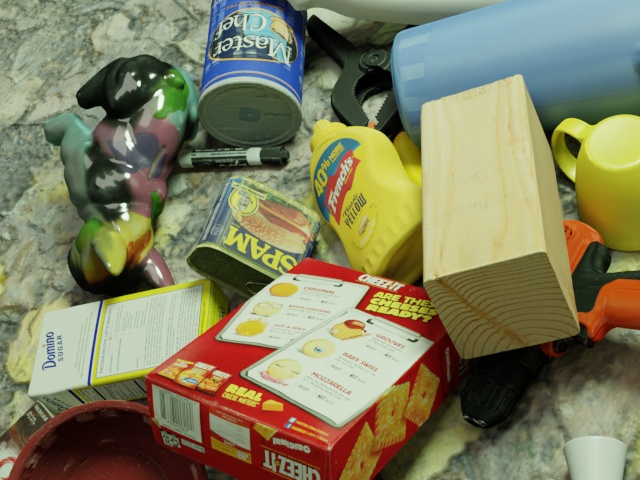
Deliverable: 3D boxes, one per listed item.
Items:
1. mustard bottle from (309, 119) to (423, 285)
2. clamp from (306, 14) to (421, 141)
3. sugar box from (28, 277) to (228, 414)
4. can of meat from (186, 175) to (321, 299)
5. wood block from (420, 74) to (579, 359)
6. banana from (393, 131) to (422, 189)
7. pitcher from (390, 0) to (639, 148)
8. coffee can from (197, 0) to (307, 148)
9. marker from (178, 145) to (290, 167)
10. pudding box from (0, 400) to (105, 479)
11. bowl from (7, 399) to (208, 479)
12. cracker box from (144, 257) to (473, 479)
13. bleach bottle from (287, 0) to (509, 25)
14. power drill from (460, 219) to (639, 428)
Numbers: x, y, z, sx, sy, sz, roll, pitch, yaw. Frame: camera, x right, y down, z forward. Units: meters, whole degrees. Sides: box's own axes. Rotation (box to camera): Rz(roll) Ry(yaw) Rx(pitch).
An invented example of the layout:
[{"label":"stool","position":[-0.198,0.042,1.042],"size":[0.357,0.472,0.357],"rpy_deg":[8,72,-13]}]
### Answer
[{"label":"mustard bottle","position":[0.037,-0.046,0.952],"size":[0.096,0.058,0.192],"rpy_deg":[-61,40,31]},{"label":"clamp","position":[0.067,-0.174,1.059],"size":[0.165,0.036,0.210],"rpy_deg":[-15,48,14]},{"label":"sugar box","position":[-0.173,0.097,0.968],"size":[0.176,0.048,0.093],"rpy_deg":[-13,51,19]},{"label":"can of meat","position":[-0.056,0.001,0.952],"size":[0.058,0.102,0.084],"rpy_deg":[-42,24,56]},{"label":"wood block","position":[0.132,-0.022,0.817],"size":[0.090,0.090,0.206],"rpy_deg":[-15,40,19]},{"label":"banana","position":[0.117,-0.034,0.941],"size":[0.069,0.037,0.198],"rpy_deg":[-30,48,-27]},{"label":"pitcher","position":[0.192,-0.156,0.934],"size":[0.243,0.149,0.145],"rpy_deg":[-9,66,17]},{"label":"coffee can","position":[-0.066,-0.179,1.075],"size":[0.103,0.102,0.140],"rpy_deg":[-9,55,18]},{"label":"marker","position":[-0.087,-0.084,1.074],"size":[0.121,0.020,0.020],"rpy_deg":[0,57,24]},{"label":"pudding box","position":[-0.243,0.209,0.924],"size":[0.090,0.039,0.114],"rpy_deg":[-44,52,-10]},{"label":"bowl","position":[-0.166,0.210,0.854],"size":[0.162,0.055,0.162],"rpy_deg":[0,78,-1]},{"label":"cracker box","position":[-0.001,0.102,0.813],"size":[0.164,0.072,0.213],"rpy_deg":[15,31,31]},{"label":"bleach bottle","position":[0.065,-0.251,1.038],"size":[0.251,0.068,0.102],"rpy_deg":[-1,57,1]},{"label":"power drill","position":[0.203,0.072,0.779],"size":[0.188,0.057,0.184],"rpy_deg":[12,66,51]}]
